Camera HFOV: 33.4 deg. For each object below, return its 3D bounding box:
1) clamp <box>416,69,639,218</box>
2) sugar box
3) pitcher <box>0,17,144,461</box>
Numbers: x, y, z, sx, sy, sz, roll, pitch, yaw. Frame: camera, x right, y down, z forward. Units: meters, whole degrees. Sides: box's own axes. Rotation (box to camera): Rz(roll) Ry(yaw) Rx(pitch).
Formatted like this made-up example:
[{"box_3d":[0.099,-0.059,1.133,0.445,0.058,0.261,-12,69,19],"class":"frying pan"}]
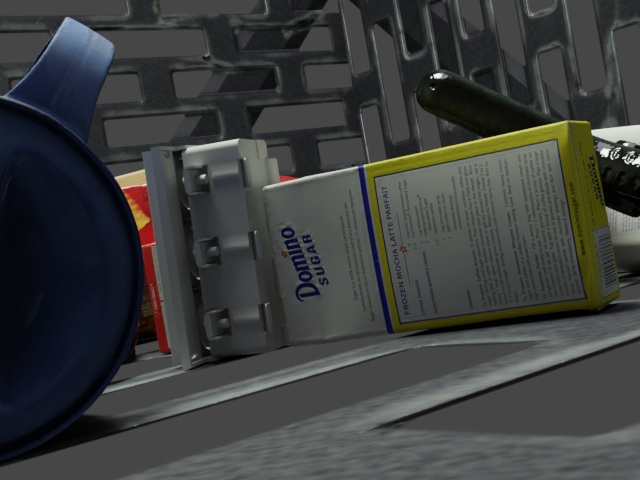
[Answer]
[{"box_3d":[0.170,-0.034,0.600,0.210,0.036,0.164,26,4,28],"class":"clamp"},{"box_3d":[0.059,0.000,0.562,0.177,0.093,0.048,-9,0,32],"class":"sugar box"},{"box_3d":[-0.158,-0.006,0.473,0.149,0.145,0.243,-18,12,-16],"class":"pitcher"}]
